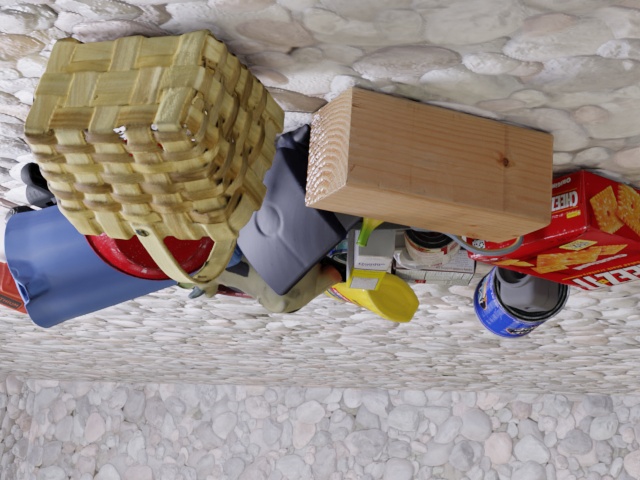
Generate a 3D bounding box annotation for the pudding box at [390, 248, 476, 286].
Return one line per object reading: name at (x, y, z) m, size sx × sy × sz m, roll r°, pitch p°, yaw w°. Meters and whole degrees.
pudding box at (0.154, 0.034, 1.464) m, size 0.113 × 0.039 × 0.090 m, roll 2°, pitch 166°, yaw 2°

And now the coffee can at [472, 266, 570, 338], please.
coffee can at (0.270, 0.073, 1.447) m, size 0.103 × 0.103 × 0.140 m, roll 5°, pitch 166°, yaw -1°

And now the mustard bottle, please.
mustard bottle at (0.052, 0.064, 1.513) m, size 0.096 × 0.058 × 0.192 m, roll 33°, pitch 172°, yaw -30°

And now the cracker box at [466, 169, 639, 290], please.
cracker box at (0.290, -0.004, 1.172) m, size 0.213 × 0.072 × 0.164 m, roll 15°, pitch 159°, yaw -37°

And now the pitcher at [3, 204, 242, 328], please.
pitcher at (-0.213, 0.000, 1.190) m, size 0.243 × 0.149 × 0.145 m, roll -15°, pitch 151°, yaw 7°

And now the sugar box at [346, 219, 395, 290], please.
sugar box at (0.058, -0.005, 1.217) m, size 0.048 × 0.093 × 0.176 m, roll 5°, pitch 167°, yaw -4°

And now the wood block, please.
wood block at (0.100, -0.064, 0.968) m, size 0.205 × 0.091 × 0.090 m, roll 10°, pitch 165°, yaw -22°

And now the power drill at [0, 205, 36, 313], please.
power drill at (-0.362, 0.027, 1.355) m, size 0.188 × 0.057 × 0.184 m, roll -22°, pitch 143°, yaw 34°

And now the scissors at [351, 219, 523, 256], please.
scissors at (0.115, -0.037, 1.113) m, size 0.202 × 0.096 × 0.016 m, roll 13°, pitch 170°, yaw 14°

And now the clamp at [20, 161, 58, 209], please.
clamp at (-0.298, -0.061, 1.208) m, size 0.120 × 0.039 × 0.172 m, roll 8°, pitch 164°, yaw -32°

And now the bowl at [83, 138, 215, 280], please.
bowl at (-0.163, -0.023, 1.070) m, size 0.162 × 0.162 × 0.055 m, roll 7°, pitch -159°, yaw -11°

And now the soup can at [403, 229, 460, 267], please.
soup can at (0.129, -0.011, 1.223) m, size 0.068 × 0.068 × 0.102 m, roll 3°, pitch 167°, yaw 7°
